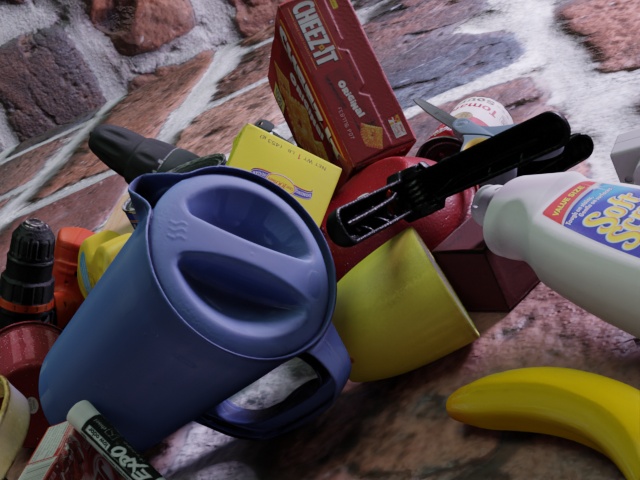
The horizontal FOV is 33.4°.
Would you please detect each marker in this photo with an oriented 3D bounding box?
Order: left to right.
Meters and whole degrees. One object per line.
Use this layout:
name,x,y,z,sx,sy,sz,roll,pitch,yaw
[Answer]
marker,-0.119,0.147,0.687,0.121,0.020,0.020,37,57,25

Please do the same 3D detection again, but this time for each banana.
banana,0.133,0.097,0.555,0.069,0.037,0.198,-30,18,-12

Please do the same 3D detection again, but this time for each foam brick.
foam brick,0.130,0.009,0.778,0.078,0.051,0.053,-38,21,-33

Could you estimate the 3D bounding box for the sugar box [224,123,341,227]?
sugar box,-0.055,0.001,0.871,0.048,0.093,0.176,-46,21,62

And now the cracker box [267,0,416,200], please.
cracker box,0.012,-0.131,1.031,0.072,0.164,0.214,-25,-5,-7

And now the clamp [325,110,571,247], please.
clamp,0.058,-0.030,0.730,0.164,0.036,0.210,-24,0,-16

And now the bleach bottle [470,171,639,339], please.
bleach bottle,0.175,0.007,0.637,0.102,0.068,0.251,-31,27,-22

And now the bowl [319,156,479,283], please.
bowl,0.052,-0.019,0.895,0.162,0.055,0.162,-34,25,18

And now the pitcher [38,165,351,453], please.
pitcher,-0.097,0.071,0.732,0.144,0.149,0.243,4,-30,-34

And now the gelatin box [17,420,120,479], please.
gelatin box,-0.163,0.169,0.706,0.030,0.073,0.089,-22,18,13

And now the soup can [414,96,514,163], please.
soup can,0.138,-0.087,1.007,0.069,0.068,0.102,-13,21,35

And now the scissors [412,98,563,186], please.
scissors,0.146,-0.100,0.932,0.096,0.016,0.202,-16,29,1

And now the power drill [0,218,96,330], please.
power drill,-0.273,0.047,1.067,0.057,0.184,0.187,16,18,3

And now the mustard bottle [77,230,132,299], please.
mustard bottle,-0.176,0.039,0.941,0.058,0.096,0.192,-27,12,-19

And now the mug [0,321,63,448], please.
mug,-0.238,0.119,0.920,0.117,0.093,0.082,-36,24,-6
